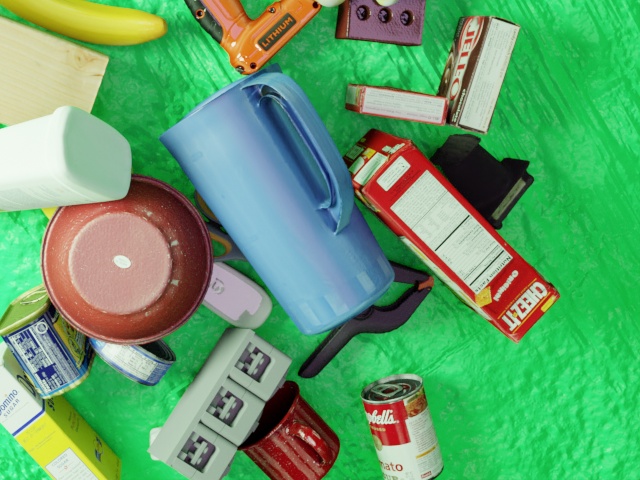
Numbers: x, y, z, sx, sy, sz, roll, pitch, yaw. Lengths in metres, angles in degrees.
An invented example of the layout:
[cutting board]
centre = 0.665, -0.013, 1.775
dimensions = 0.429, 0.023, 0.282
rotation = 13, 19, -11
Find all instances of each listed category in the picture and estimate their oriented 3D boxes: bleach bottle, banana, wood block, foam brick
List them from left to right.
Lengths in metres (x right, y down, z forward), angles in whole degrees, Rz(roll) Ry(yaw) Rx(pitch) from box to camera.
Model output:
[wood block]
centre = -0.309, -0.163, 0.956
dimensions = 0.205, 0.090, 0.091
rotation = 17, 97, -28
[bleach bottle]
centre = -0.298, -0.059, 0.958
dimensions = 0.251, 0.102, 0.068
rotation = -7, 72, 26
[banana]
centre = -0.243, -0.223, 0.998
dimensions = 0.197, 0.070, 0.037
rotation = 25, 55, -16
[foam brick]
centre = 0.059, -0.222, 1.055
dimensions = 0.078, 0.051, 0.053
rotation = 4, 99, -11

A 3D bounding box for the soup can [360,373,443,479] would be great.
[soup can]
centre = 0.087, 0.201, 1.130
dimensions = 0.068, 0.068, 0.102
rotation = -17, 103, -7

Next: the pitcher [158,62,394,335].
[pitcher]
centre = -0.029, -0.038, 1.001
dimensions = 0.145, 0.149, 0.243
rotation = -32, 96, 9

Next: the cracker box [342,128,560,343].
[cracker box]
centre = 0.119, -0.011, 1.047
dimensions = 0.213, 0.164, 0.072
rotation = 44, 91, -14

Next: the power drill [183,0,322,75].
[power drill]
centre = -0.088, -0.267, 1.020
dimensions = 0.184, 0.057, 0.187
rotation = -45, 102, 4

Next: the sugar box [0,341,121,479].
[sugar box]
centre = -0.267, 0.182, 1.051
dimensions = 0.048, 0.093, 0.176
rotation = -36, 105, -3

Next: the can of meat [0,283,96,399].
[can of meat]
centre = -0.262, 0.095, 1.032
dimensions = 0.057, 0.102, 0.084
rotation = -27, 107, 5

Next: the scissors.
[scissors]
centre = -0.057, 0.001, 1.077
dimensions = 0.201, 0.016, 0.096
rotation = 17, 70, -15

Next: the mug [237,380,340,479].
[mug]
centre = -0.027, 0.205, 1.090
dimensions = 0.081, 0.117, 0.093
rotation = 49, 62, -19

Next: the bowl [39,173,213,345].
[bowl]
centre = -0.179, 0.019, 0.971
dimensions = 0.162, 0.055, 0.162
rotation = 0, 93, -3

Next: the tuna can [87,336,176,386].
[tuna can]
centre = -0.187, 0.106, 1.055
dimensions = 0.086, 0.086, 0.034
rotation = 36, 94, -14

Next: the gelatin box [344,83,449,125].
[gelatin box]
centre = 0.075, -0.137, 1.062
dimensions = 0.089, 0.073, 0.030
rotation = 6, 99, -11

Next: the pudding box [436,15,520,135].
[pudding box]
centre = 0.152, -0.166, 1.062
dimensions = 0.039, 0.090, 0.113
rotation = 13, 98, -13

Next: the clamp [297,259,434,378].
[clamp]
centre = 0.036, 0.076, 1.114
dimensions = 0.171, 0.039, 0.120
rotation = -9, 107, -2
